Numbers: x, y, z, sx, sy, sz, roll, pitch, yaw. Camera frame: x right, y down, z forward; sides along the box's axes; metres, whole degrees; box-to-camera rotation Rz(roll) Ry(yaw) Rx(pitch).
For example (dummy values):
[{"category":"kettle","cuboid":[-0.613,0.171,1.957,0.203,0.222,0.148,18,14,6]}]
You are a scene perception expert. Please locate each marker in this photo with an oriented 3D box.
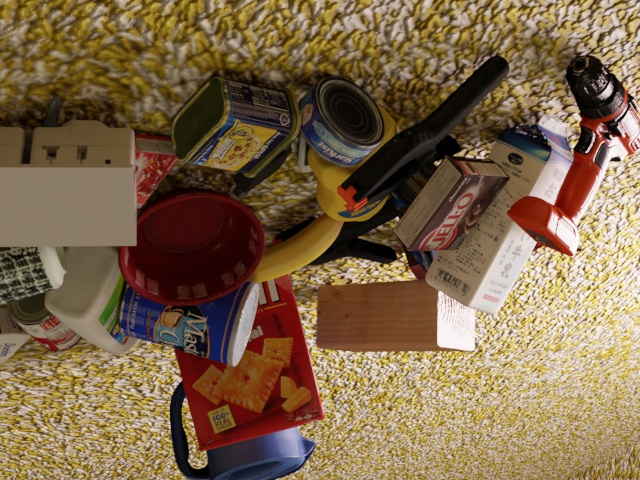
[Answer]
[{"category":"marker","cuboid":[-0.013,-0.107,1.106,0.020,0.020,0.121,-11,156,-9]}]

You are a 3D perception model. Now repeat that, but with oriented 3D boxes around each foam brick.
[{"category":"foam brick","cuboid":[0.144,0.018,1.435,0.053,0.051,0.078,-19,156,10]}]

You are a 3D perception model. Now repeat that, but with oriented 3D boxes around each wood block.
[{"category":"wood block","cuboid":[0.101,0.107,1.467,0.207,0.090,0.090,-6,168,40]}]

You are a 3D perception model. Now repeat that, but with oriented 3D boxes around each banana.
[{"category":"banana","cuboid":[-0.055,0.014,1.278,0.198,0.037,0.069,-15,135,15]}]

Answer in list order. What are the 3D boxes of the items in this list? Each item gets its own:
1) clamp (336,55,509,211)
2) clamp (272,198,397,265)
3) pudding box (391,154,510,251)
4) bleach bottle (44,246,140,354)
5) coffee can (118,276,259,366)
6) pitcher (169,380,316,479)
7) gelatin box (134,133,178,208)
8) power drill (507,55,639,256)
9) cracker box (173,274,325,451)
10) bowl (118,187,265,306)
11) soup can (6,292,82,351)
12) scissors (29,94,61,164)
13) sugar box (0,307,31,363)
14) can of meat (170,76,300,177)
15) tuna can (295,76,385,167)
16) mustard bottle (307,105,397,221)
[{"category":"clamp","cuboid":[0.099,-0.091,1.100,0.209,0.036,0.165,-38,166,-20]},{"category":"clamp","cuboid":[0.029,-0.009,1.326,0.171,0.039,0.120,-4,137,-19]},{"category":"pudding box","cuboid":[0.143,-0.039,1.169,0.089,0.039,0.114,-2,132,-48]},{"category":"bleach bottle","cuboid":[-0.255,0.078,1.297,0.068,0.102,0.251,20,166,11]},{"category":"coffee can","cuboid":[-0.154,0.081,1.265,0.140,0.102,0.103,15,156,6]},{"category":"pitcher","cuboid":[-0.118,0.211,1.462,0.149,0.243,0.145,10,146,-44]},{"category":"gelatin box","cuboid":[-0.193,-0.067,1.055,0.073,0.030,0.089,2,143,-44]},{"category":"power drill","cuboid":[0.278,-0.088,1.157,0.184,0.057,0.187,35,85,-49]},{"category":"cracker box","cuboid":[-0.097,0.141,1.349,0.164,0.214,0.072,-14,176,-3]},{"category":"bowl","cuboid":[-0.145,-0.004,1.174,0.162,0.055,0.162,-10,133,-11]},{"category":"soup can","cuboid":[-0.328,0.087,1.285,0.068,0.068,0.102,-15,156,0]},{"category":"scissors","cuboid":[-0.252,-0.078,1.035,0.096,0.016,0.202,3,151,-38]},{"category":"sugar box","cuboid":[-0.455,0.116,1.304,0.175,0.048,0.093,3,151,-42]},{"category":"can of meat","cuboid":[-0.083,-0.109,1.019,0.083,0.057,0.102,7,148,-38]},{"category":"tuna can","cuboid":[0.020,-0.115,1.028,0.085,0.086,0.034,5,148,-38]},{"category":"mustard bottle","cuboid":[0.039,-0.069,1.168,0.096,0.058,0.191,-35,159,-10]}]
